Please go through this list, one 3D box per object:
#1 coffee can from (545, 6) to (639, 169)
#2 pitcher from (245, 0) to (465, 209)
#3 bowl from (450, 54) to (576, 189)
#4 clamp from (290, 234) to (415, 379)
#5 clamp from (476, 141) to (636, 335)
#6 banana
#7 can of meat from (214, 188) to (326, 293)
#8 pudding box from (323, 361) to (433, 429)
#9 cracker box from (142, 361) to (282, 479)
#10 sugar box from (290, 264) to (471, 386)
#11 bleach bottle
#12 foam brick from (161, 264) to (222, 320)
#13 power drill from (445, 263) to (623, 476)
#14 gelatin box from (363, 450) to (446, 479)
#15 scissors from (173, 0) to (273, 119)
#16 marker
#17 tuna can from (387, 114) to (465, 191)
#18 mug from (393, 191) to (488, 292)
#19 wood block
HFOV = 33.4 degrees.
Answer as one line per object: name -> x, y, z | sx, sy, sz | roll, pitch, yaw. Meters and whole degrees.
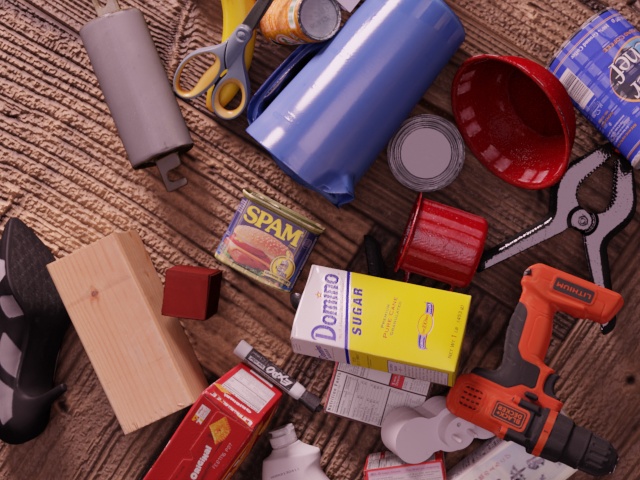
coffee can -> 0.320, -0.159, 1.119 | 0.103, 0.102, 0.140 | -43, 75, 6
pitcher -> 0.035, -0.169, 1.160 | 0.149, 0.145, 0.243 | 39, 92, -9
bowl -> 0.216, -0.136, 1.139 | 0.055, 0.162, 0.162 | -36, 88, -26
clamp -> 0.049, 0.089, 1.179 | 0.120, 0.039, 0.171 | -32, 70, 0
clamp -> 0.293, -0.011, 1.173 | 0.164, 0.036, 0.210 | 33, 93, 5
banana -> -0.104, -0.241, 1.189 | 0.069, 0.037, 0.198 | -5, 114, 1
can of meat -> -0.058, 0.001, 1.204 | 0.102, 0.057, 0.084 | 28, 97, 5
pudding box -> 0.068, 0.165, 1.204 | 0.113, 0.039, 0.090 | 16, 94, 7
cracker box -> -0.121, 0.228, 1.139 | 0.072, 0.213, 0.164 | 35, 95, 4
sugar box -> 0.064, 0.088, 1.126 | 0.176, 0.048, 0.093 | 11, 61, 10
bleach bottle -> 0.004, 0.328, 1.206 | 0.102, 0.068, 0.251 | -20, 87, 6
foam brick -> -0.145, 0.058, 1.204 | 0.051, 0.078, 0.053 | 8, 93, 4
power drill -> 0.246, 0.132, 1.111 | 0.184, 0.057, 0.187 | 23, 81, 11
gelatin box -> 0.094, 0.254, 1.186 | 0.089, 0.073, 0.030 | -10, 92, 6
scissors -> -0.076, -0.206, 1.163 | 0.202, 0.016, 0.096 | -33, 107, 27
marker -> -0.047, 0.157, 1.226 | 0.121, 0.020, 0.020 | 37, 95, 4
tuna can -> 0.118, -0.097, 1.191 | 0.086, 0.033, 0.086 | 0, 92, 6
mug -> 0.129, 0.014, 1.166 | 0.081, 0.093, 0.117 | 18, 88, 0
wood block -> -0.214, 0.101, 1.207 | 0.091, 0.090, 0.206 | -25, 89, 7
